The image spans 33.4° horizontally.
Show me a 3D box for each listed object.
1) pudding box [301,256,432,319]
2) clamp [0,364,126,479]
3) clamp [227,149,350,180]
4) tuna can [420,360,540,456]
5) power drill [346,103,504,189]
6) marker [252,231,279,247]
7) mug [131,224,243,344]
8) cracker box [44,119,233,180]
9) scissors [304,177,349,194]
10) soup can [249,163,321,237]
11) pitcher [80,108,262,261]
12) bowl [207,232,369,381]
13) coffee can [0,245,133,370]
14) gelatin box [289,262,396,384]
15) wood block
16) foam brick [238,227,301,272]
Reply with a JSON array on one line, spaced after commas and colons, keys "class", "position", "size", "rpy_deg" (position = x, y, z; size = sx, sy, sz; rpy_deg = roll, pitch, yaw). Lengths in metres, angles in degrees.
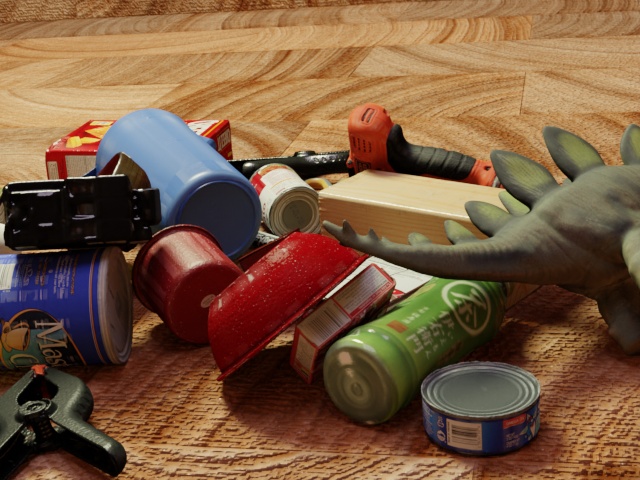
[{"class": "pudding box", "position": [0.050, 0.053, 0.973], "size": [0.090, 0.039, 0.113], "rpy_deg": [12, 24, 41]}, {"class": "clamp", "position": [-0.198, 0.139, 0.791], "size": [0.120, 0.039, 0.171], "rpy_deg": [-5, 24, -2]}, {"class": "clamp", "position": [-0.023, -0.098, 1.388], "size": [0.210, 0.036, 0.165], "rpy_deg": [-5, 7, -9]}, {"class": "tuna can", "position": [0.116, 0.121, 0.775], "size": [0.086, 0.034, 0.086], "rpy_deg": [-4, 20, 1]}, {"class": "power drill", "position": [0.118, -0.058, 1.143], "size": [0.188, 0.184, 0.057], "rpy_deg": [18, 64, 18]}, {"class": "marker", "position": [-0.058, 0.001, 1.168], "size": [0.020, 0.020, 0.121], "rpy_deg": [-21, 25, -37]}, {"class": "mug", "position": [-0.106, 0.047, 0.976], "size": [0.117, 0.093, 0.082], "rpy_deg": [26, 7, -34]}, {"class": "cracker box", "position": [-0.245, -0.118, 1.464], "size": [0.214, 0.072, 0.164], "rpy_deg": [1, 21, 12]}, {"class": "scissors", "position": [0.040, -0.048, 1.288], "size": [0.096, 0.016, 0.202], "rpy_deg": [-13, 21, -21]}, {"class": "soup can", "position": [-0.039, -0.043, 1.215], "size": [0.068, 0.068, 0.102], "rpy_deg": [-10, 21, -15]}, {"class": "pitcher", "position": [-0.169, -0.055, 1.205], "size": [0.144, 0.149, 0.243], "rpy_deg": [31, 3, -33]}, {"class": "bowl", "position": [-0.038, 0.043, 0.867], "size": [0.162, 0.055, 0.162], "rpy_deg": [-40, 0, 0]}, {"class": "coffee can", "position": [-0.242, 0.060, 0.925], "size": [0.140, 0.103, 0.103], "rpy_deg": [-4, 20, 2]}, {"class": "gelatin box", "position": [0.018, 0.067, 0.855], "size": [0.089, 0.073, 0.030], "rpy_deg": [-38, 71, -24]}, {"class": "wood block", "position": [0.107, -0.004, 1.042], "size": [0.206, 0.091, 0.090], "rpy_deg": [12, 27, 38]}, {"class": "foam brick", "position": [-0.036, 0.025, 1.003], "size": [0.053, 0.051, 0.078], "rpy_deg": [-27, 2, 10]}]
